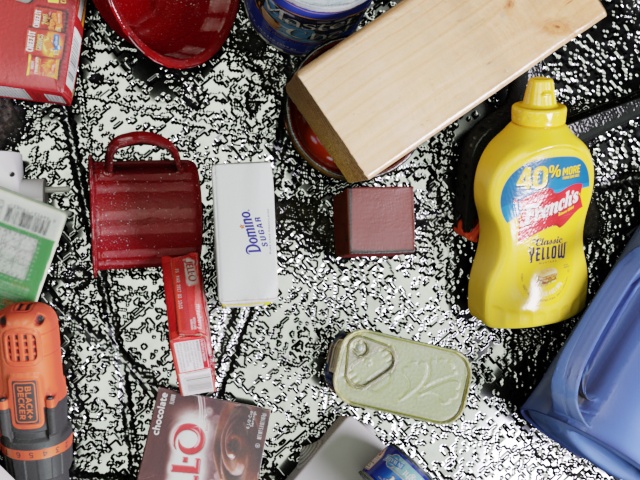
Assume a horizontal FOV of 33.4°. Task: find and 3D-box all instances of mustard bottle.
[{"bbox_3d":[0.165,-0.031,0.828,0.096,0.058,0.192,-7,110,-19],"label":"mustard bottle"}]

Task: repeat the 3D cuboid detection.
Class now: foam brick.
[{"bbox_3d":[0.041,-0.013,0.837,0.051,0.078,0.053,-2,89,-7],"label":"foam brick"}]

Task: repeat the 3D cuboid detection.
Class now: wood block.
[{"bbox_3d":[0.086,-0.136,0.773,0.206,0.091,0.090,-35,94,-4],"label":"wood block"}]

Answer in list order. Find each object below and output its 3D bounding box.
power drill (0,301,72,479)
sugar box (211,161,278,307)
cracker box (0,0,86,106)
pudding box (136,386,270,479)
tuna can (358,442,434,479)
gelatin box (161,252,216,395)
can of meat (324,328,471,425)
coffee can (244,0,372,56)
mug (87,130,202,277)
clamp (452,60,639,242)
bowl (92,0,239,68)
[{"bbox_3d":[-0.279,0.136,0.790,0.187,0.057,0.184,-2,104,-4],"label":"power drill"},{"bbox_3d":[-0.055,0.001,0.774,0.048,0.176,0.093,-3,86,-7],"label":"sugar box"},{"bbox_3d":[-0.287,-0.199,0.815,0.213,0.072,0.164,7,85,-5],"label":"cracker box"},{"bbox_3d":[-0.093,0.177,0.818,0.090,0.039,0.113,12,70,-6],"label":"pudding box"},{"bbox_3d":[0.069,0.188,0.772,0.033,0.086,0.086,-42,92,-9],"label":"tuna can"},{"bbox_3d":[-0.097,0.063,0.798,0.030,0.089,0.073,-7,55,-5],"label":"gelatin box"},{"bbox_3d":[0.056,0.103,0.827,0.102,0.084,0.057,13,85,-6],"label":"can of meat"},{"bbox_3d":[-0.004,-0.206,0.812,0.102,0.140,0.103,0,86,-7],"label":"coffee can"},{"bbox_3d":[-0.133,-0.030,0.806,0.081,0.093,0.117,-3,123,-12],"label":"mug"},{"bbox_3d":[0.168,-0.096,0.864,0.164,0.036,0.210,40,90,-19],"label":"clamp"},{"bbox_3d":[-0.130,-0.211,0.815,0.055,0.161,0.162,3,85,33],"label":"bowl"}]
